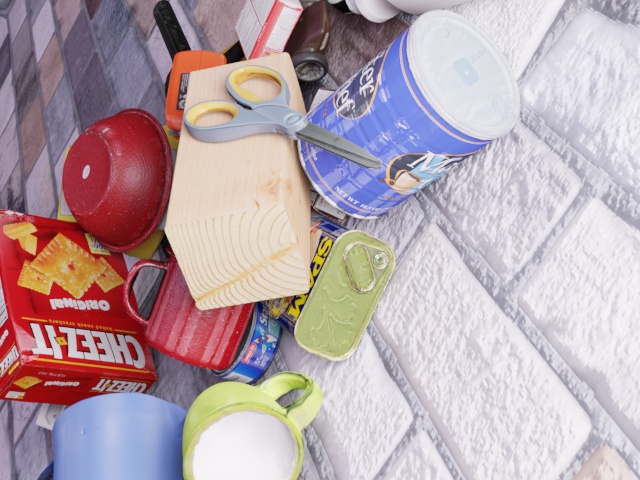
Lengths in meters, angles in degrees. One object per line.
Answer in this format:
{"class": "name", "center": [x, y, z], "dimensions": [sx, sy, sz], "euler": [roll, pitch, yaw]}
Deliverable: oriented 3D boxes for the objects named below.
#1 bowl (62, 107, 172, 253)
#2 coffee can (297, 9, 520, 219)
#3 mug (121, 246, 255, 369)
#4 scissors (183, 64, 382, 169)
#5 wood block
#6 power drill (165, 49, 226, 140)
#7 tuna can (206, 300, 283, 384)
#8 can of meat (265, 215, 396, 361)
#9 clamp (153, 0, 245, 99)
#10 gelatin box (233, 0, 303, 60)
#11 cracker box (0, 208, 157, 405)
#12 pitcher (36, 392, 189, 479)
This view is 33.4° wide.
{"class": "bowl", "center": [-0.232, -0.069, 1.161], "dimensions": [0.162, 0.055, 0.162], "euler": [-7, 80, 42]}
{"class": "coffee can", "center": [0.063, -0.091, 0.798], "dimensions": [0.141, 0.102, 0.103], "euler": [-35, 41, 45]}
{"class": "mug", "center": [-0.112, 0.055, 0.909], "dimensions": [0.093, 0.117, 0.081], "euler": [-143, 73, -72]}
{"class": "scissors", "center": [-0.039, -0.079, 0.790], "dimensions": [0.096, 0.016, 0.202], "euler": [-28, 38, -8]}
{"class": "wood block", "center": [-0.059, -0.053, 0.855], "dimensions": [0.091, 0.090, 0.206], "euler": [-10, 40, 8]}
{"class": "power drill", "center": [-0.124, -0.104, 1.106], "dimensions": [0.188, 0.057, 0.184], "euler": [95, 175, -52]}
{"class": "tuna can", "center": [-0.069, 0.087, 0.968], "dimensions": [0.086, 0.033, 0.086], "euler": [-40, 37, 40]}
{"class": "can of meat", "center": [0.005, 0.035, 0.856], "dimensions": [0.102, 0.057, 0.084], "euler": [-65, 25, 2]}
{"class": "clamp", "center": [-0.151, -0.196, 1.235], "dimensions": [0.039, 0.120, 0.172], "euler": [-43, -15, -42]}
{"class": "gelatin box", "center": [-0.052, -0.219, 1.053], "dimensions": [0.073, 0.030, 0.089], "euler": [-61, 29, 28]}
{"class": "cracker box", "center": [-0.282, 0.072, 1.161], "dimensions": [0.072, 0.163, 0.214], "euler": [-48, 48, 31]}
{"class": "pitcher", "center": [-0.177, 0.268, 0.918], "dimensions": [0.149, 0.144, 0.243], "euler": [113, 158, -46]}
